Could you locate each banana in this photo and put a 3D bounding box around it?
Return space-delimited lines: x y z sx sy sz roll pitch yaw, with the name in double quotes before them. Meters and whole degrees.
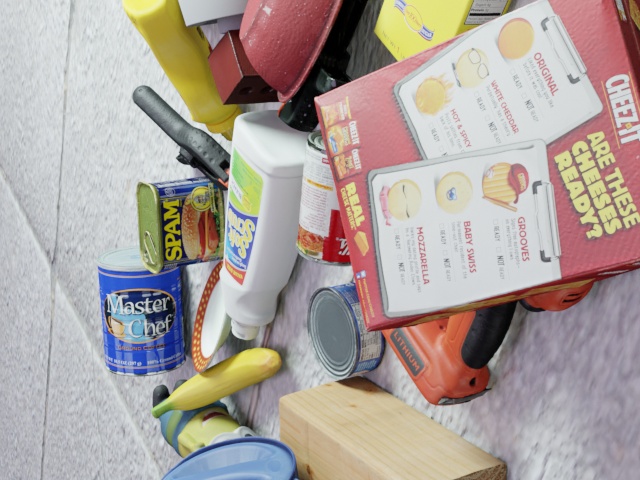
"banana" -0.100 0.153 1.164 0.198 0.069 0.037 -29 101 36

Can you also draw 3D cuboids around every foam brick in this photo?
"foam brick" -0.056 -0.162 0.993 0.053 0.078 0.051 -40 62 56

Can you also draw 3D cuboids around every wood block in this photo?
"wood block" 0.054 0.196 0.895 0.206 0.090 0.091 24 120 56

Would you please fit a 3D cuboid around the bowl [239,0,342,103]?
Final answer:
"bowl" -0.024 -0.197 0.876 0.162 0.055 0.162 -160 90 -75

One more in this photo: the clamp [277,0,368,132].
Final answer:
"clamp" 0.004 -0.142 0.886 0.210 0.036 0.164 127 159 -57

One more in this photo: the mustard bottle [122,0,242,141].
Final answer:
"mustard bottle" -0.129 -0.176 1.075 0.096 0.058 0.191 -107 -9 -52

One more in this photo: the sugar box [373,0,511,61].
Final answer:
"sugar box" 0.098 -0.197 0.748 0.093 0.048 0.176 57 144 38

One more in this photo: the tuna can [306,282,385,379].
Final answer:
"tuna can" 0.023 0.081 0.970 0.086 0.033 0.086 25 119 55

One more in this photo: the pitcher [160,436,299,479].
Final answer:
"pitcher" -0.047 0.304 0.924 0.149 0.145 0.243 -144 36 -67

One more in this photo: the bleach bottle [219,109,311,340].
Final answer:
"bleach bottle" -0.057 0.001 1.060 0.103 0.068 0.251 51 141 42

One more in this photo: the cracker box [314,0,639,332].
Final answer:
"cracker box" 0.112 -0.045 0.667 0.214 0.071 0.164 -19 80 35

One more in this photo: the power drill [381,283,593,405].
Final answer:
"power drill" 0.103 0.018 0.788 0.184 0.057 0.188 59 144 33

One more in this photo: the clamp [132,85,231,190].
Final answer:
"clamp" -0.140 -0.107 1.152 0.172 0.039 0.120 29 166 50

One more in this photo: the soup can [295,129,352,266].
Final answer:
"soup can" 0.017 -0.038 0.913 0.069 0.068 0.102 38 129 50

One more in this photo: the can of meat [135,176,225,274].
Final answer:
"can of meat" -0.157 -0.020 1.202 0.058 0.083 0.102 21 116 56

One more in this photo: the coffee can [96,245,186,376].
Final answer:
"coffee can" -0.222 0.085 1.327 0.103 0.102 0.140 21 117 57
